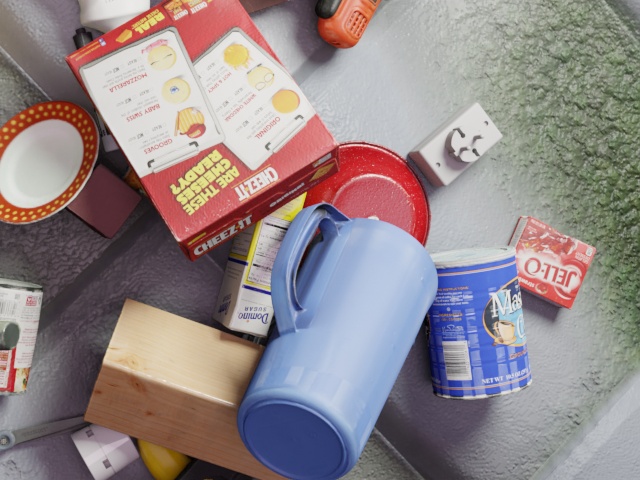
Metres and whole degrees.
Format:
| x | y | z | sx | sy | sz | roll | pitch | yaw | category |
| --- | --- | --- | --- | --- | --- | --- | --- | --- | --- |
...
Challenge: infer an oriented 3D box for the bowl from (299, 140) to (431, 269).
| x | y | z | sx | sy | sz | roll | pitch | yaw | category |
| --- | --- | --- | --- | --- | --- | --- | --- | --- | --- |
| 0.045 | -0.022 | 1.086 | 0.162 | 0.055 | 0.162 | -1 | 93 | -14 | bowl |

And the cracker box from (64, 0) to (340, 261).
| x | y | z | sx | sy | sz | roll | pitch | yaw | category |
| --- | --- | --- | --- | --- | --- | --- | --- | --- | --- |
| -0.106 | -0.113 | 0.964 | 0.164 | 0.072 | 0.214 | -32 | 73 | -6 | cracker box |

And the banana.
| x | y | z | sx | sy | sz | roll | pitch | yaw | category |
| --- | --- | --- | --- | --- | --- | --- | --- | --- | --- |
| -0.116 | 0.233 | 1.064 | 0.197 | 0.037 | 0.069 | 42 | 82 | -12 | banana |

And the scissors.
| x | y | z | sx | sy | sz | roll | pitch | yaw | category |
| --- | --- | --- | --- | --- | --- | --- | --- | --- | --- |
| -0.319 | 0.178 | 1.022 | 0.201 | 0.016 | 0.096 | -27 | 98 | -12 | scissors |

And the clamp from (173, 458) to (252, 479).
| x | y | z | sx | sy | sz | roll | pitch | yaw | category |
| --- | --- | --- | --- | --- | --- | --- | --- | --- | --- |
| -0.072 | 0.250 | 1.039 | 0.171 | 0.039 | 0.120 | -13 | 69 | -32 | clamp |

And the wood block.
| x | y | z | sx | sy | sz | roll | pitch | yaw | category |
| --- | --- | --- | --- | --- | --- | --- | --- | --- | --- |
| -0.106 | 0.146 | 1.009 | 0.206 | 0.090 | 0.090 | 20 | 128 | -8 | wood block |

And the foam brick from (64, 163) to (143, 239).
| x | y | z | sx | sy | sz | roll | pitch | yaw | category |
| --- | --- | --- | --- | --- | --- | --- | --- | --- | --- |
| -0.207 | -0.036 | 1.011 | 0.053 | 0.078 | 0.051 | 39 | 81 | -13 | foam brick |

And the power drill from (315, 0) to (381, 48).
| x | y | z | sx | sy | sz | roll | pitch | yaw | category |
| --- | --- | --- | --- | --- | --- | --- | --- | --- | --- |
| 0.013 | -0.305 | 1.030 | 0.187 | 0.057 | 0.184 | 31 | 82 | -41 | power drill |

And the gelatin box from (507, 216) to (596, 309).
| x | y | z | sx | sy | sz | roll | pitch | yaw | category |
| --- | --- | --- | --- | --- | --- | --- | --- | --- | --- |
| 0.243 | 0.024 | 1.150 | 0.089 | 0.030 | 0.073 | 25 | 86 | -13 | gelatin box |

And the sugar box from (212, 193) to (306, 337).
| x | y | z | sx | sy | sz | roll | pitch | yaw | category |
| --- | --- | --- | --- | --- | --- | --- | --- | --- | --- |
| -0.057 | 0.001 | 1.042 | 0.048 | 0.093 | 0.176 | 13 | 90 | -16 | sugar box |

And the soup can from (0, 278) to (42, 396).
| x | y | z | sx | sy | sz | roll | pitch | yaw | category |
| --- | --- | --- | --- | --- | --- | --- | --- | --- | --- |
| -0.301 | 0.088 | 0.997 | 0.068 | 0.069 | 0.102 | 10 | 89 | -14 | soup can |

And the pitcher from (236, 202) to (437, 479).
| x | y | z | sx | sy | sz | roll | pitch | yaw | category |
| --- | --- | --- | --- | --- | --- | --- | --- | --- | --- |
| 0.010 | 0.088 | 0.958 | 0.149 | 0.242 | 0.145 | 23 | 130 | 5 | pitcher |

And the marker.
| x | y | z | sx | sy | sz | roll | pitch | yaw | category |
| --- | --- | --- | --- | --- | --- | --- | --- | --- | --- |
| -0.216 | -0.146 | 1.035 | 0.020 | 0.020 | 0.121 | -17 | 96 | -13 | marker |

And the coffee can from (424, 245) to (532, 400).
| x | y | z | sx | sy | sz | roll | pitch | yaw | category |
| --- | --- | --- | --- | --- | --- | --- | --- | --- | --- |
| 0.157 | 0.082 | 1.093 | 0.102 | 0.103 | 0.140 | -9 | 94 | -14 | coffee can |
